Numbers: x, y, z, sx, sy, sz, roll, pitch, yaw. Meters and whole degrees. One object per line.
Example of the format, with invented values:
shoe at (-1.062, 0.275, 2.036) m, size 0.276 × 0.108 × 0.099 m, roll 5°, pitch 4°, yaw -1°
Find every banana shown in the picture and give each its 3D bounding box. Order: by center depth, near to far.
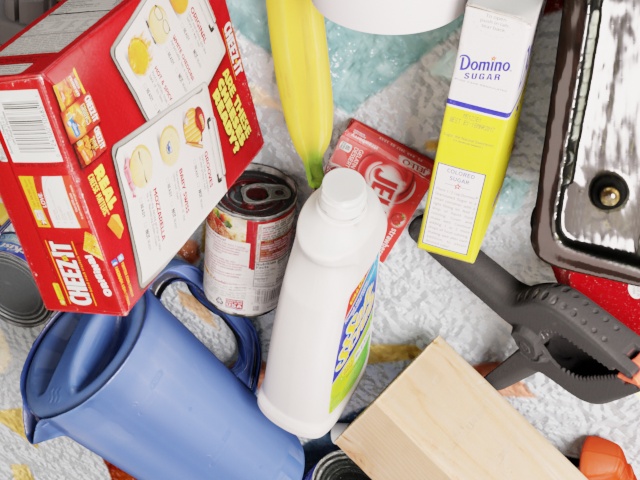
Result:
banana at (-0.011, -0.136, 0.705) m, size 0.037 × 0.070 × 0.198 m, roll -15°, pitch 118°, yaw -13°

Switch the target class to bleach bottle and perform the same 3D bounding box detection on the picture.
bleach bottle at (0.003, 0.043, 0.769) m, size 0.068 × 0.102 × 0.251 m, roll 27°, pitch 147°, yaw 14°

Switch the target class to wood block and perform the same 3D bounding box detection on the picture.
wood block at (0.125, 0.187, 0.829) m, size 0.206 × 0.090 × 0.091 m, roll 44°, pitch 145°, yaw 7°

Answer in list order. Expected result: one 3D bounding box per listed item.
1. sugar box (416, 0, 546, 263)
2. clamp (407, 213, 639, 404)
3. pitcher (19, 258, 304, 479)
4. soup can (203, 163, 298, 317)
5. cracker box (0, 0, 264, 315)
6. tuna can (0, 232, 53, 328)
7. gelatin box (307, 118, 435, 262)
sugar box at (0.104, -0.083, 0.674) m, size 0.048 × 0.093 × 0.176 m, roll 18°, pitch 130°, yaw 9°
clamp at (0.155, 0.070, 0.748) m, size 0.210 × 0.036 × 0.164 m, roll 25°, pitch 148°, yaw 52°
pitcher at (-0.115, 0.139, 0.896) m, size 0.149 × 0.145 × 0.242 m, roll -25°, pitch 129°, yaw 24°
soup can at (-0.055, 0.001, 0.822) m, size 0.068 × 0.068 × 0.102 m, roll 17°, pitch 130°, yaw 11°
cracker box at (-0.125, -0.080, 0.695) m, size 0.072 × 0.213 × 0.164 m, roll 2°, pitch 125°, yaw 24°
tuna can at (-0.272, 0.035, 0.962) m, size 0.086 × 0.033 × 0.086 m, roll 12°, pitch 128°, yaw 15°
gelatin box at (0.035, -0.036, 0.780) m, size 0.073 × 0.030 × 0.089 m, roll 29°, pitch 131°, yaw 0°
